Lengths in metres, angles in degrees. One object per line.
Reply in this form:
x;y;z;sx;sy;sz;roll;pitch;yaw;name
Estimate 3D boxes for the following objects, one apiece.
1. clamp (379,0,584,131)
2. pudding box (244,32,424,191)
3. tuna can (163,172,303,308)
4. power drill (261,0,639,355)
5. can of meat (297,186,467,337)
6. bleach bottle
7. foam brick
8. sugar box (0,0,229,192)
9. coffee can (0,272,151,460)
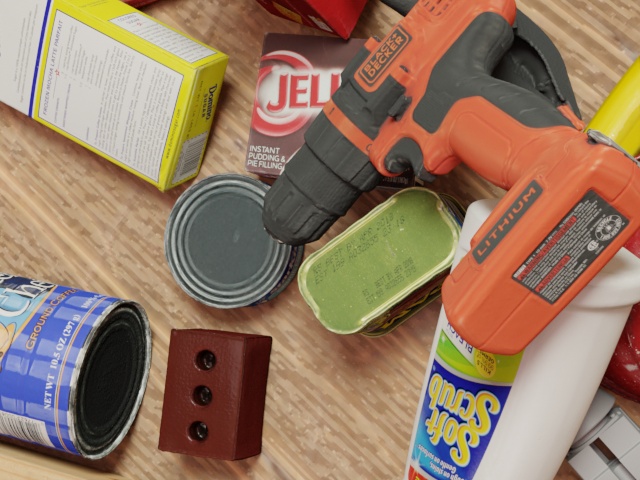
0.085;-0.124;0.620;0.171;0.120;0.039;58;145;10;clamp
0.014;-0.079;0.666;0.114;0.039;0.090;7;88;15;pudding box
-0.054;0.001;0.684;0.086;0.033;0.086;-1;87;16;tuna can
0.057;-0.031;0.526;0.184;0.057;0.188;-51;42;15;power drill
0.043;0.013;0.630;0.102;0.083;0.057;-37;78;11;can of meat
0.094;0.108;0.585;0.103;0.068;0.251;44;129;51;bleach bottle
-0.066;0.096;0.673;0.053;0.051;0.078;5;88;16;foam brick
-0.151;-0.113;0.697;0.176;0.048;0.093;31;122;17;sugar box
-0.194;0.074;0.684;0.140;0.102;0.103;11;90;16;coffee can
